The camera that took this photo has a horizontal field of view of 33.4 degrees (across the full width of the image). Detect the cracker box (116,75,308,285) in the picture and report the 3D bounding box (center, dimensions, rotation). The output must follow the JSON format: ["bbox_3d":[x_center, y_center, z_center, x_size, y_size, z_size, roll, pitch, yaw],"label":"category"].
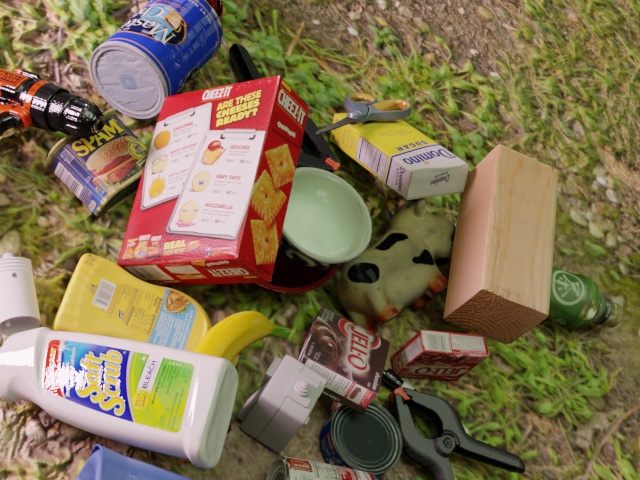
[{"bbox_3d":[-0.112,-0.059,1.144,0.072,0.164,0.213,41,53,-48],"label":"cracker box"}]

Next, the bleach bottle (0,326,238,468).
[{"bbox_3d":[-0.209,0.140,0.996,0.251,0.068,0.102,8,67,14],"label":"bleach bottle"}]

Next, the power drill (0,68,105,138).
[{"bbox_3d":[-0.345,-0.110,1.116,0.185,0.057,0.187,19,45,22],"label":"power drill"}]

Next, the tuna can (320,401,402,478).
[{"bbox_3d":[0.043,0.217,1.152,0.086,0.034,0.086,14,53,-20],"label":"tuna can"}]

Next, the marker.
[{"bbox_3d":[0.117,0.187,1.221,0.121,0.020,0.020,38,49,0],"label":"marker"}]

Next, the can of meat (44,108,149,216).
[{"bbox_3d":[-0.241,-0.085,1.192,0.084,0.058,0.101,45,49,3],"label":"can of meat"}]

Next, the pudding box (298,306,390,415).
[{"bbox_3d":[0.024,0.130,1.171,0.090,0.039,0.113,27,29,-2],"label":"pudding box"}]

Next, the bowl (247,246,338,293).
[{"bbox_3d":[-0.058,0.002,1.230,0.162,0.055,0.162,14,54,-20],"label":"bowl"}]

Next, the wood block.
[{"bbox_3d":[0.216,0.004,1.259,0.090,0.091,0.206,22,55,-13],"label":"wood block"}]

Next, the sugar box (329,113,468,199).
[{"bbox_3d":[0.097,-0.111,1.342,0.093,0.048,0.176,-9,30,-33],"label":"sugar box"}]

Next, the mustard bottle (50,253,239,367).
[{"bbox_3d":[-0.174,0.090,1.106,0.191,0.058,0.096,23,50,-12],"label":"mustard bottle"}]

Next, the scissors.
[{"bbox_3d":[0.034,-0.162,1.350,0.096,0.016,0.201,26,29,38],"label":"scissors"}]

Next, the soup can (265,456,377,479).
[{"bbox_3d":[0.000,0.259,1.077,0.102,0.069,0.068,15,53,-19],"label":"soup can"}]

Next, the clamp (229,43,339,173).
[{"bbox_3d":[-0.065,-0.153,1.343,0.210,0.036,0.164,31,50,-9],"label":"clamp"}]

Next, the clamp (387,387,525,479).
[{"bbox_3d":[0.146,0.227,1.186,0.120,0.039,0.171,-28,80,-31],"label":"clamp"}]

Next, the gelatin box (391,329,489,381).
[{"bbox_3d":[0.138,0.135,1.233,0.089,0.073,0.030,8,57,-25],"label":"gelatin box"}]

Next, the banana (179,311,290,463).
[{"bbox_3d":[-0.100,0.130,1.061,0.069,0.037,0.197,36,50,3],"label":"banana"}]

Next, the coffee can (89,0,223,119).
[{"bbox_3d":[-0.195,-0.226,1.280,0.103,0.103,0.140,36,49,-2],"label":"coffee can"}]
